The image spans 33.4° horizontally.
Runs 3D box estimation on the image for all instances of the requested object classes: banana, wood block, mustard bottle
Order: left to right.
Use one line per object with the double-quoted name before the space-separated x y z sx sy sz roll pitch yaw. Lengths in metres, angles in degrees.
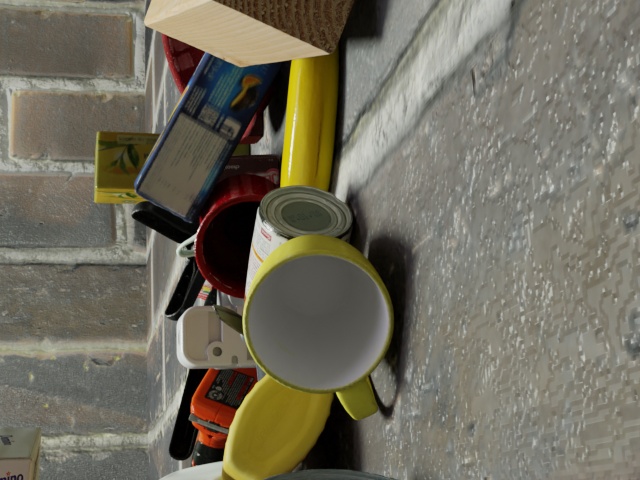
"wood block" -0.050 -0.185 0.759 0.206 0.090 0.090 18 89 69
"mustard bottle" -0.038 0.150 0.815 0.096 0.058 0.192 -57 -4 -18
"banana" -0.011 -0.083 0.803 0.070 0.037 0.198 -114 28 -62

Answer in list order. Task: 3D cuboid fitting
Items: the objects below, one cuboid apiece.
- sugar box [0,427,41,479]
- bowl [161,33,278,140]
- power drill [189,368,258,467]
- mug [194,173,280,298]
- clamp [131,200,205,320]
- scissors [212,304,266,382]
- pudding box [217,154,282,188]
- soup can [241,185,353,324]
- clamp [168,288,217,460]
"sugar box" -0.233 0.234 0.789 0.093 0.048 0.176 -163 73 -79
"bowl" -0.088 -0.179 1.025 0.162 0.055 0.162 38 142 37
"power drill" -0.099 0.203 1.070 0.184 0.057 0.188 -66 -9 -58
"mug" -0.056 0.001 0.919 0.117 0.093 0.081 57 -174 -22
"clamp" -0.129 0.000 1.093 0.171 0.039 0.120 -39 -65 -62
"scissors" -0.051 0.092 0.842 0.201 0.016 0.096 -2 -91 -78
"pudding box" -0.099 -0.060 1.022 0.090 0.113 0.039 172 96 -78
"soup can" -0.017 0.020 0.760 0.068 0.068 0.102 -106 21 -51
"clamp" -0.123 0.123 1.143 0.210 0.036 0.165 -68 -12 -67
